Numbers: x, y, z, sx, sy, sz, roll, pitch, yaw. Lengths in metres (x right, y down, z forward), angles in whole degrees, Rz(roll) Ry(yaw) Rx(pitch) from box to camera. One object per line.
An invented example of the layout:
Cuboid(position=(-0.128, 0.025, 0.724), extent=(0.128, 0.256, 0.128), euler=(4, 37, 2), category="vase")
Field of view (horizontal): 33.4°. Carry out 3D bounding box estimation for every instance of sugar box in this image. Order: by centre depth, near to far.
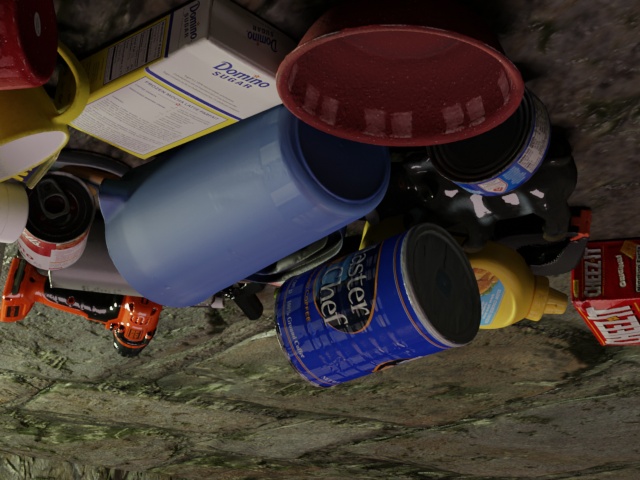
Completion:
Cuboid(position=(-0.104, -0.114, 0.772), extent=(0.177, 0.048, 0.093), euler=(-18, 150, 38), category="sugar box")

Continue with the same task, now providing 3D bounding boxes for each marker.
Cuboid(position=(-0.177, 0.074, 1.329), extent=(0.121, 0.020, 0.020), euler=(0, 159, 14), category="marker")

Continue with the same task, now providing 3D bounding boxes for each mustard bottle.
Cuboid(position=(0.127, 0.036, 0.960), extent=(0.191, 0.058, 0.096), euler=(13, 137, 2), category="mustard bottle")

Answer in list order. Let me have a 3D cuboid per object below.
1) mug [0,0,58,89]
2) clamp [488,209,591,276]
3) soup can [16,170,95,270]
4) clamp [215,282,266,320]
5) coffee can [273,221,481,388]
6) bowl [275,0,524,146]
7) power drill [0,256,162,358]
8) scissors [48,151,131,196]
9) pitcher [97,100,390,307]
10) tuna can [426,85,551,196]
Cuboid(position=(-0.219, -0.130, 0.668), extent=(0.081, 0.117, 0.093), euler=(-3, 119, 6), category="mug")
Cuboid(position=(0.197, 0.020, 1.061), extent=(0.164, 0.036, 0.210), euler=(28, 149, -28), category="clamp")
Cuboid(position=(-0.247, -0.016, 0.988), extent=(0.068, 0.068, 0.102), euler=(10, 161, -14), category="soup can")
Cuboid(position=(-0.099, 0.051, 1.221), extent=(0.120, 0.039, 0.172), euler=(12, 158, -23), category="clamp")
Cuboid(position=(0.047, 0.056, 0.883), extent=(0.141, 0.103, 0.102), euler=(-23, 147, 35), category="coffee can")
Cuboid(position=(0.053, -0.120, 0.703), extent=(0.162, 0.055, 0.162), euler=(4, 160, 1), category="bowl")
Cuboid(position=(-0.290, 0.085, 1.300), extent=(0.187, 0.057, 0.185), euler=(13, 151, -12), category="power drill")
Cuboid(position=(-0.269, -0.074, 0.959), extent=(0.201, 0.016, 0.096), euler=(14, 158, -24), category="scissors")
Cuboid(position=(-0.052, -0.033, 0.866), extent=(0.148, 0.145, 0.243), euler=(-24, -179, -44), category="pitcher")
Cuboid(position=(0.121, -0.076, 0.764), extent=(0.086, 0.086, 0.033), euler=(-11, 157, 36), category="tuna can")
